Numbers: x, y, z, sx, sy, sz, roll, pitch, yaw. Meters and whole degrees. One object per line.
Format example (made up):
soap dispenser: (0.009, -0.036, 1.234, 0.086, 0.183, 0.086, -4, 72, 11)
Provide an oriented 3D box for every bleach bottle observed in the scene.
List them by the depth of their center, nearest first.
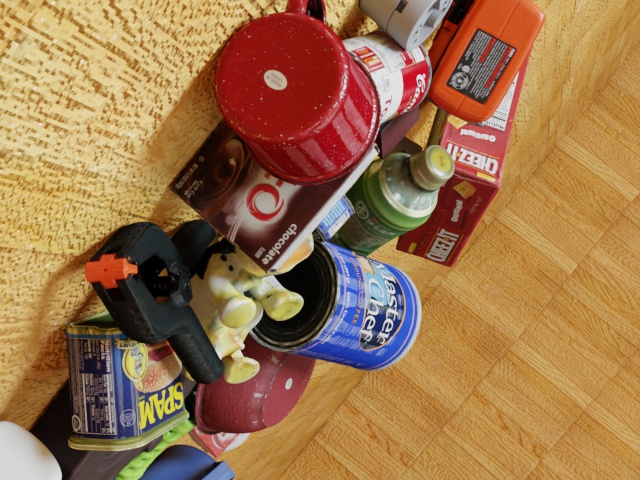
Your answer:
bleach bottle: (-0.270, 0.237, 0.787, 0.102, 0.068, 0.251, -39, 167, -46)

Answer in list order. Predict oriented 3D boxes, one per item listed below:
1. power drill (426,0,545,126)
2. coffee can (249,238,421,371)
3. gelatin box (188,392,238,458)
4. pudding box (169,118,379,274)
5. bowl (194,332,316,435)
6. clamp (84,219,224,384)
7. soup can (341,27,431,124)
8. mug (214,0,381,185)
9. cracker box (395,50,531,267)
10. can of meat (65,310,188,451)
power drill: (0.139, -0.183, 0.887, 0.187, 0.057, 0.185, -75, -169, -69)
coffee can: (0.011, 0.057, 0.942, 0.103, 0.103, 0.140, -52, 145, 12)
gelatin box: (-0.115, 0.177, 1.139, 0.073, 0.089, 0.030, -45, -150, -20)
pudding box: (-0.030, -0.047, 0.712, 0.113, 0.090, 0.039, -51, 169, 5)
bowl: (-0.050, 0.122, 1.009, 0.161, 0.055, 0.162, -48, 152, -36)
clamp: (-0.105, 0.023, 0.720, 0.039, 0.120, 0.171, -13, 158, 11)
soup can: (0.031, -0.116, 0.784, 0.102, 0.068, 0.069, -32, 159, -56)
mug: (-0.013, -0.099, 0.648, 0.081, 0.093, 0.117, 38, 61, -74)
cracker box: (0.149, -0.104, 1.079, 0.164, 0.072, 0.213, 108, 1, -60)
can of meat: (-0.136, 0.093, 0.753, 0.102, 0.057, 0.084, -17, 105, -71)
